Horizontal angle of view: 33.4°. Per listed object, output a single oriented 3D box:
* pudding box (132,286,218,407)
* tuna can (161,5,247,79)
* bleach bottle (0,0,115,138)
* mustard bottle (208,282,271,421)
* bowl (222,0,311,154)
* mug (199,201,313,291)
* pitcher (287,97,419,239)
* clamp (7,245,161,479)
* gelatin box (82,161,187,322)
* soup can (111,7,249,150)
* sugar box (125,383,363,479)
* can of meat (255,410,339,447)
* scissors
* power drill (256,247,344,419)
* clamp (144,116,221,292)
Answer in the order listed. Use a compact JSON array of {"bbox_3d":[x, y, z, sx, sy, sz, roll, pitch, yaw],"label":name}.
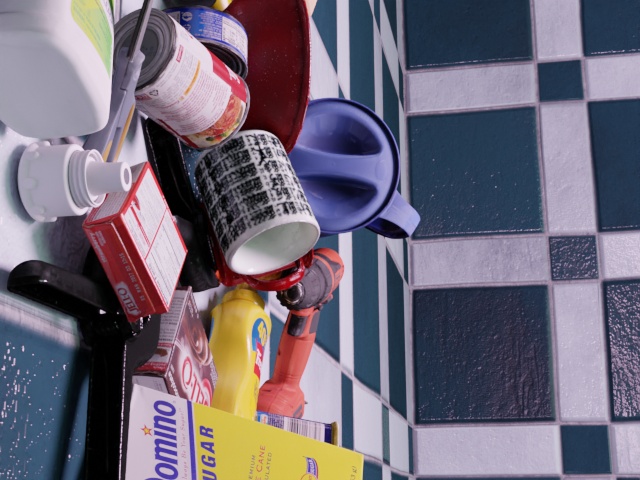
[{"bbox_3d":[-0.114,0.105,0.826,0.090,0.039,0.113,-82,165,-45],"label":"pudding box"},{"bbox_3d":[-0.100,-0.150,0.846,0.086,0.086,0.034,62,25,-66],"label":"tuna can"},{"bbox_3d":[-0.154,-0.190,0.631,0.102,0.068,0.251,72,16,-62],"label":"bleach bottle"},{"bbox_3d":[-0.079,0.113,0.962,0.096,0.058,0.191,88,5,-47],"label":"mustard bottle"},{"bbox_3d":[-0.059,-0.153,0.930,0.162,0.055,0.162,179,-90,-70],"label":"bowl"},{"bbox_3d":[-0.056,0.001,0.957,0.093,0.081,0.117,90,-23,-50],"label":"mug"},{"bbox_3d":[0.008,-0.057,1.141,0.243,0.145,0.149,143,-67,-83],"label":"pitcher"},{"bbox_3d":[-0.137,0.064,0.703,0.210,0.036,0.164,-66,147,-72],"label":"clamp"},{"bbox_3d":[-0.119,0.000,0.695,0.089,0.030,0.073,-84,155,-63],"label":"gelatin box"},{"bbox_3d":[-0.107,-0.117,0.785,0.102,0.069,0.068,36,50,-56],"label":"soup can"},{"bbox_3d":[-0.060,0.169,0.735,0.093,0.176,0.048,-84,-161,-46],"label":"sugar box"},{"bbox_3d":[-0.036,0.209,1.009,0.057,0.084,0.102,-87,-167,-47],"label":"can of meat"},{"bbox_3d":[-0.125,-0.090,0.652,0.202,0.016,0.096,120,-8,-55],"label":"scissors"},{"bbox_3d":[-0.028,0.102,1.084,0.184,0.057,0.188,-28,137,-77],"label":"power drill"},{"bbox_3d":[-0.111,-0.005,0.863,0.120,0.039,0.171,-89,168,-45],"label":"clamp"}]
